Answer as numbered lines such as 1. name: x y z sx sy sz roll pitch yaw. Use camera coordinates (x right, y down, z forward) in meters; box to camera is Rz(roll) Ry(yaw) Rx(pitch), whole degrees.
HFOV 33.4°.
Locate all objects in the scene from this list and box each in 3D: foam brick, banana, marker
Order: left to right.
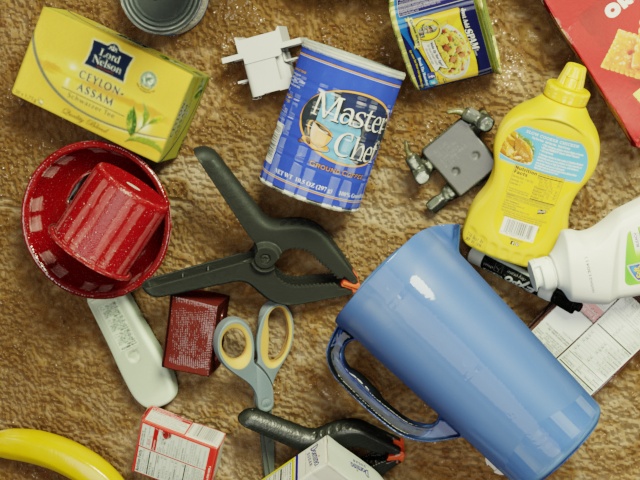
1. banana: -0.276 0.249 1.158 0.198 0.037 0.070 31 101 5
2. foam brick: -0.128 0.093 1.100 0.051 0.053 0.078 10 101 9
3. marker: 0.197 0.038 1.026 0.121 0.020 0.020 29 103 28

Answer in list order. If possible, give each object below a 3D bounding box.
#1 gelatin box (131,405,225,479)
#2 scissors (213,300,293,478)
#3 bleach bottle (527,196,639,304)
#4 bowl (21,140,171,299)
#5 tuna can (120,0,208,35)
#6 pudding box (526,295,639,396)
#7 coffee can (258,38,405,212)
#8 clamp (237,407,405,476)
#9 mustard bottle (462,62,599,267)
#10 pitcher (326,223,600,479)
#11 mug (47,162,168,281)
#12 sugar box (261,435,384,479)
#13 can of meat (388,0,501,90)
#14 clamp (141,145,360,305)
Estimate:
1. gelatin box: -0.150 0.222 1.124 0.089 0.030 0.073 19 121 8
2. scissors: -0.074 0.158 1.096 0.096 0.016 0.202 5 100 -30
3. bleach bottle: 0.313 -0.007 0.974 0.251 0.068 0.102 -15 96 1
4. bowl: -0.223 -0.023 1.100 0.162 0.055 0.162 1 98 10
5. tuna can: -0.155 -0.248 1.067 0.086 0.033 0.086 2 98 10
6. pudding box: 0.263 0.087 1.034 0.090 0.039 0.114 44 105 3
7. coffee can: 0.010 -0.110 1.020 0.103 0.102 0.140 20 101 7
8. clamp: 0.000 0.229 1.099 0.171 0.039 0.120 4 122 3
9. mustard bottle: 0.204 -0.072 0.991 0.096 0.058 0.192 18 114 4
10. pitcher: 0.132 0.117 1.002 0.243 0.144 0.149 45 144 8
11. mug: -0.206 -0.027 1.030 0.117 0.093 0.081 41 100 40
12. sugar box: -0.026 0.276 1.082 0.176 0.048 0.093 -39 117 20
13. can of meat: 0.117 -0.194 0.996 0.084 0.057 0.102 -13 133 14
14. clamp: -0.057 0.001 1.049 0.210 0.036 0.165 13 113 -10
